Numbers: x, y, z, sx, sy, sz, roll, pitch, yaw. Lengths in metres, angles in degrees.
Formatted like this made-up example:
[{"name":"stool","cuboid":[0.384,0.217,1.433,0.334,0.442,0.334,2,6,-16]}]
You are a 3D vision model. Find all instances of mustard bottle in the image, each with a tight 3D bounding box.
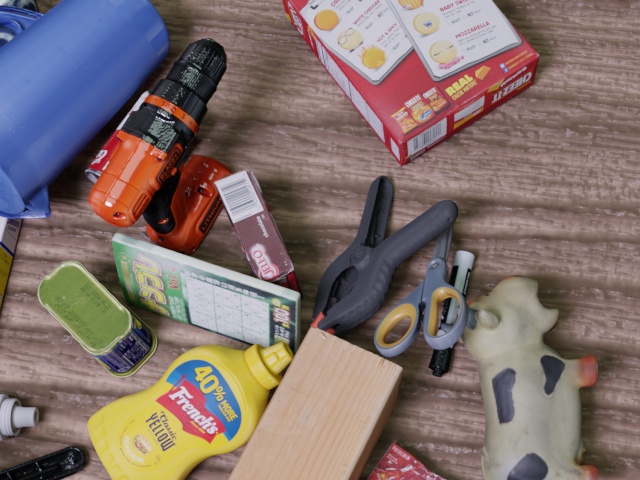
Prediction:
[{"name":"mustard bottle","cuboid":[-0.106,0.148,0.943,0.192,0.058,0.096,-34,81,9]}]

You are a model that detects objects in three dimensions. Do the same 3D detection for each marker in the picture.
[{"name":"marker","cuboid":[0.122,0.068,0.993,0.020,0.020,0.121,13,73,10]}]

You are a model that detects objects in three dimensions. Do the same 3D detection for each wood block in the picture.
[{"name":"wood block","cuboid":[-0.015,0.191,0.908,0.091,0.090,0.206,24,63,12]}]

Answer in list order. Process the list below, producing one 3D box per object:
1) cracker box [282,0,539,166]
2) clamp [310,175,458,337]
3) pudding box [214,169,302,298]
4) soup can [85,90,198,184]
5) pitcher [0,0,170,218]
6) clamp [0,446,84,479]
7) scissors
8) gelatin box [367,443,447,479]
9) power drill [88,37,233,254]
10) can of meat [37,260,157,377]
[{"name":"cracker box","cuboid":[0.087,-0.203,1.064,0.164,0.072,0.214,-33,70,-7]},{"name":"clamp","cuboid":[0.045,0.013,0.999,0.171,0.039,0.120,-49,29,1]},{"name":"pudding box","cuboid":[-0.057,0.001,0.997,0.039,0.090,0.113,-22,70,-4]},{"name":"soup can","cuboid":[-0.174,-0.088,1.052,0.068,0.068,0.102,30,76,14]},{"name":"pitcher","cuboid":[-0.266,-0.153,1.025,0.145,0.149,0.242,21,58,32]},{"name":"clamp","cuboid":[-0.321,0.231,0.941,0.210,0.164,0.036,-38,61,17]},{"name":"scissors","cuboid":[0.089,0.039,0.962,0.096,0.016,0.201,-28,27,14]},{"name":"gelatin box","cuboid":[0.080,0.233,0.935,0.089,0.030,0.073,33,77,15]},{"name":"power drill","cuboid":[-0.130,-0.075,0.980,0.057,0.187,0.184,28,77,16]},{"name":"can of meat","cuboid":[-0.208,0.072,0.991,0.102,0.084,0.057,41,79,17]}]
